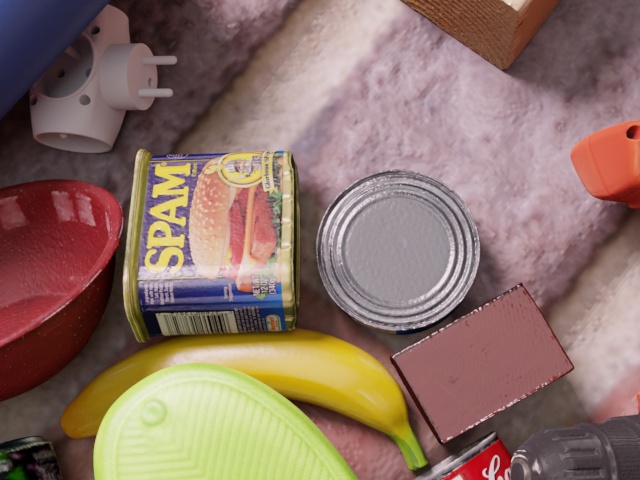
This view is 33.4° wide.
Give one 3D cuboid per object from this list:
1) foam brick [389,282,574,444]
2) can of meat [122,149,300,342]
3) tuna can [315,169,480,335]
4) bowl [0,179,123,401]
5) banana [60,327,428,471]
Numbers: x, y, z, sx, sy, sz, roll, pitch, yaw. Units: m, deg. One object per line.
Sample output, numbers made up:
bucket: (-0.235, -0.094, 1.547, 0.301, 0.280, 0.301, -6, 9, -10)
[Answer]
foam brick: (0.082, 0.064, 0.547, 0.078, 0.053, 0.051, -29, 78, -1)
can of meat: (-0.054, 0.001, 0.559, 0.084, 0.057, 0.102, -2, 56, 2)
tuna can: (0.041, 0.007, 0.571, 0.086, 0.033, 0.086, -1, 79, 5)
bowl: (-0.169, 0.034, 0.551, 0.162, 0.162, 0.055, -17, 122, 2)
banana: (-0.039, 0.079, 0.564, 0.198, 0.037, 0.069, 5, 80, 6)
